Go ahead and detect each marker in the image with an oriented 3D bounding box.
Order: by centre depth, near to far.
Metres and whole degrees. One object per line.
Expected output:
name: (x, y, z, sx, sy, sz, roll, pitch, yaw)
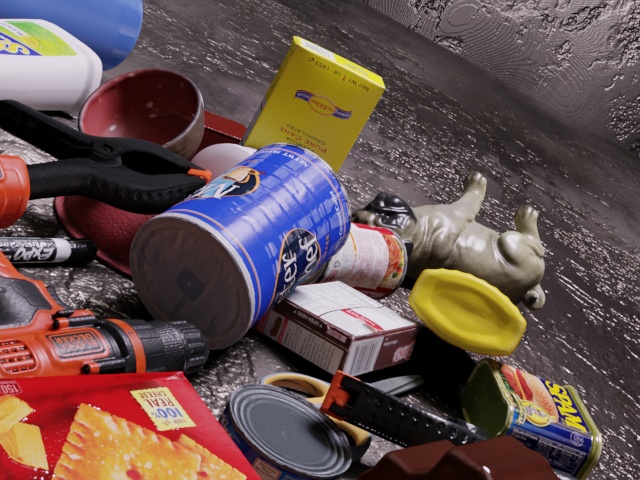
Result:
marker: (-0.203, 0.007, 0.741, 0.020, 0.020, 0.120, 41, 23, 29)

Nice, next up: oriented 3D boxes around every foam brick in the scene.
foam brick: (-0.111, -0.096, 1.070, 0.078, 0.051, 0.053, 18, 22, -31)

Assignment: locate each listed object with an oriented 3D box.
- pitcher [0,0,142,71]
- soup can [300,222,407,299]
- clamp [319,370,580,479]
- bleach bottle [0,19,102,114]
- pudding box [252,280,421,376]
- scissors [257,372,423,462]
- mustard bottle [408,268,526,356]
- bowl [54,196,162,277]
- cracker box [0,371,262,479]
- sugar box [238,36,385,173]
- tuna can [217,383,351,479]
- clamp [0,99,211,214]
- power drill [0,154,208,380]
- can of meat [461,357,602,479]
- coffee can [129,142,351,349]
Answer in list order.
pitcher: (-0.303, -0.261, 1.081, 0.242, 0.149, 0.145, 11, 22, -50)
soup can: (0.019, 0.016, 0.955, 0.102, 0.069, 0.069, 9, 29, -44)
clamp: (0.100, 0.140, 0.697, 0.209, 0.036, 0.165, 28, -11, -22)
bleach bottle: (-0.306, -0.150, 0.920, 0.103, 0.068, 0.250, 36, 23, 17)
pudding box: (0.015, 0.068, 0.848, 0.090, 0.039, 0.113, 26, 14, 29)
scissors: (0.038, 0.126, 0.787, 0.201, 0.016, 0.096, 9, 26, -43)
mustard bottle: (0.127, 0.066, 0.948, 0.096, 0.058, 0.191, 26, -3, 8)
bowl: (-0.129, -0.023, 0.865, 0.162, 0.055, 0.162, 26, 21, -11)
cracker box: (-0.084, 0.151, 0.478, 0.163, 0.072, 0.214, 6, 31, -47)
sugar box: (-0.023, -0.092, 0.998, 0.093, 0.176, 0.048, 24, 18, -13)
tuna can: (-0.026, 0.129, 0.667, 0.086, 0.034, 0.086, 26, 20, -11)
clamp: (-0.167, -0.049, 0.779, 0.171, 0.039, 0.120, 13, 39, -8)
power drill: (-0.173, 0.026, 0.650, 0.188, 0.057, 0.184, 48, 26, 24)
can of meat: (0.166, 0.146, 0.862, 0.084, 0.057, 0.102, 22, 20, -13)
coffee can: (-0.055, 0.001, 0.778, 0.103, 0.103, 0.140, 35, 40, 13)
